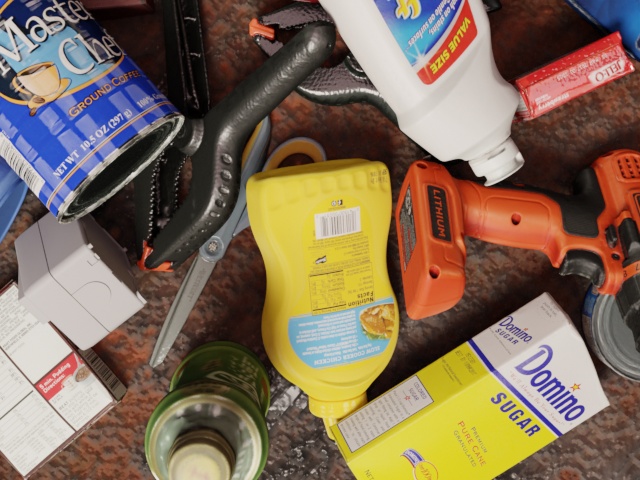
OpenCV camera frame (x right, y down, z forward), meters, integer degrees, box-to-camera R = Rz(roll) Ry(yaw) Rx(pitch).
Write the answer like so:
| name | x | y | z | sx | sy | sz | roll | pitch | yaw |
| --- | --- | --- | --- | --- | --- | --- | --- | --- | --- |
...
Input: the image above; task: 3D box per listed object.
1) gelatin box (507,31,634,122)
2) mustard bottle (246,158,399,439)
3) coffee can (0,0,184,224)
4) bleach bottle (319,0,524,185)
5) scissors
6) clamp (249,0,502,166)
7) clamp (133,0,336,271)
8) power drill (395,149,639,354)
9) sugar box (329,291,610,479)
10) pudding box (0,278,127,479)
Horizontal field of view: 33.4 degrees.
| name | x | y | z | sx | sy | sz | roll | pitch | yaw |
| --- | --- | --- | --- | --- | --- | --- | --- | --- | --- |
| gelatin box | 0.160 | -0.106 | 0.714 | 0.073 | 0.089 | 0.030 | -25 | 95 | 0 |
| mustard bottle | 0.006 | 0.044 | 0.729 | 0.096 | 0.058 | 0.191 | -11 | 102 | -24 |
| coffee can | -0.169 | -0.096 | 0.663 | 0.103 | 0.103 | 0.140 | -42 | 90 | 2 |
| bleach bottle | 0.056 | -0.151 | 0.659 | 0.102 | 0.068 | 0.251 | -35 | 97 | -18 |
| scissors | -0.055 | 0.001 | 0.754 | 0.096 | 0.016 | 0.202 | 12 | 94 | -2 |
| clamp | 0.035 | -0.117 | 0.736 | 0.171 | 0.039 | 0.120 | 5 | 90 | 5 |
| clamp | -0.084 | -0.080 | 0.717 | 0.165 | 0.036 | 0.210 | 41 | 113 | 37 |
| power drill | 0.147 | 0.015 | 0.687 | 0.187 | 0.057 | 0.184 | 3 | 50 | -10 |
| sugar box | 0.104 | 0.120 | 0.731 | 0.176 | 0.048 | 0.093 | -31 | 125 | 2 |
| pudding box | -0.207 | 0.096 | 0.746 | 0.090 | 0.039 | 0.113 | -40 | 92 | 2 |
